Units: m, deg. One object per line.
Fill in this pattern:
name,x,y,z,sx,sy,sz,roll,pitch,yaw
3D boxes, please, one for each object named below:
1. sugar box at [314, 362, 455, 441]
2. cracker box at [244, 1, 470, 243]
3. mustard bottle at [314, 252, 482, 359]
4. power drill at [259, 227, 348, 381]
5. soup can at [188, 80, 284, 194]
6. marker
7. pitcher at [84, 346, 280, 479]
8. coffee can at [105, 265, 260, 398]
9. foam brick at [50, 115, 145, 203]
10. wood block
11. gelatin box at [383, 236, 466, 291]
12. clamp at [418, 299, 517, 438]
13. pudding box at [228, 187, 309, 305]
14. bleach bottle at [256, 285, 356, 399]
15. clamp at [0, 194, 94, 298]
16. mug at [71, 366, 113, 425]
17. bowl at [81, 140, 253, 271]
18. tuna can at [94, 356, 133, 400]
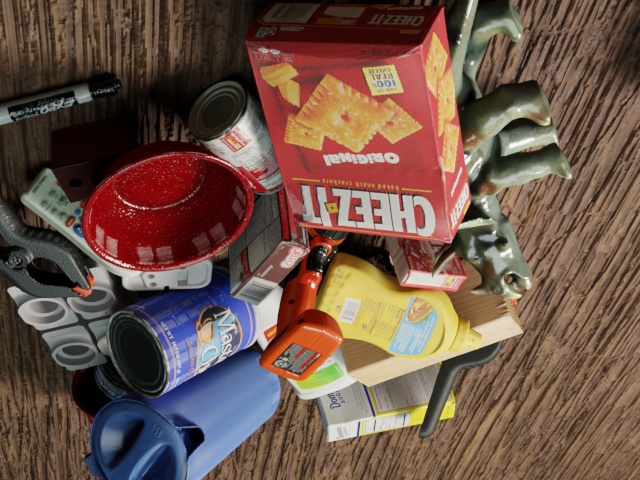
sugar box,0.083,0.205,1.422,0.176,0.093,0.048,-10,138,-8
cracker box,0.037,-0.102,0.950,0.164,0.072,0.213,7,134,24
mustard bottle,0.092,0.085,1.212,0.191,0.058,0.096,19,118,-3
power drill,-0.005,0.040,1.127,0.057,0.187,0.185,23,136,-16
soup can,-0.071,-0.098,1.023,0.069,0.068,0.102,-25,141,19
marker,-0.241,-0.129,0.979,0.121,0.020,0.020,-14,144,4
pitcher,-0.158,0.213,1.273,0.242,0.149,0.145,-27,138,-59
coffee can,-0.152,0.100,1.188,0.140,0.103,0.103,-26,159,-43
foam brick,-0.215,-0.078,1.027,0.078,0.051,0.053,-13,143,3
wood block,0.129,0.097,1.303,0.206,0.091,0.090,-21,158,14
gelatin box,0.116,0.013,1.201,0.073,0.089,0.030,7,134,-24
clamp,0.155,0.127,1.364,0.210,0.164,0.036,-43,170,8
pudding box,-0.057,0.002,1.141,0.039,0.090,0.114,19,135,-29
bleach bottle,-0.042,0.108,1.313,0.103,0.068,0.250,-21,140,17
clamp,-0.317,0.015,1.091,0.171,0.039,0.120,39,120,-19
mug,-0.252,0.194,1.358,0.117,0.093,0.081,-23,151,-13
bowl,-0.147,-0.042,1.003,0.162,0.055,0.162,-12,141,-10
tuna can,-0.231,0.155,1.306,0.086,0.086,0.034,4,140,-20
